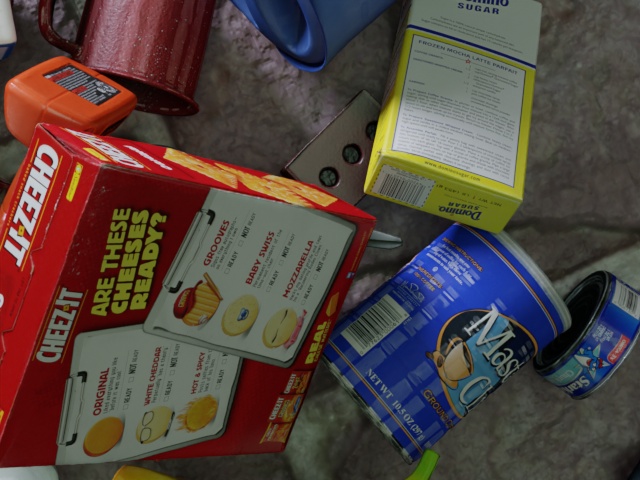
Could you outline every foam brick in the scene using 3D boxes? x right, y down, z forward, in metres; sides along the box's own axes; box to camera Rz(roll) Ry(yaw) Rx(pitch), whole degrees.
[{"bbox_3d":[0.018,-0.056,0.724,0.053,0.051,0.078,45,85,-4],"label":"foam brick"}]

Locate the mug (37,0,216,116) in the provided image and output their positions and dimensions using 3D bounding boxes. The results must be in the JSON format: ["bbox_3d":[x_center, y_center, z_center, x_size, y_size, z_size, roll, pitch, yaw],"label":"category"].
[{"bbox_3d":[-0.124,-0.136,0.687,0.117,0.093,0.081,17,82,-31],"label":"mug"}]

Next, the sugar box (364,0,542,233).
[{"bbox_3d":[0.089,-0.096,0.695,0.093,0.048,0.176,18,53,-5],"label":"sugar box"}]

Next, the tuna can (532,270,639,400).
[{"bbox_3d":[0.182,0.063,0.722,0.033,0.086,0.086,34,86,-3],"label":"tuna can"}]

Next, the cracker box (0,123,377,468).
[{"bbox_3d":[-0.082,0.036,0.600,0.213,0.072,0.164,10,106,-49],"label":"cracker box"}]

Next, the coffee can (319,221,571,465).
[{"bbox_3d":[0.078,0.063,0.703,0.140,0.103,0.103,-40,93,-5],"label":"coffee can"}]

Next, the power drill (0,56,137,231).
[{"bbox_3d":[-0.180,-0.006,0.613,0.057,0.184,0.188,29,109,-6],"label":"power drill"}]
